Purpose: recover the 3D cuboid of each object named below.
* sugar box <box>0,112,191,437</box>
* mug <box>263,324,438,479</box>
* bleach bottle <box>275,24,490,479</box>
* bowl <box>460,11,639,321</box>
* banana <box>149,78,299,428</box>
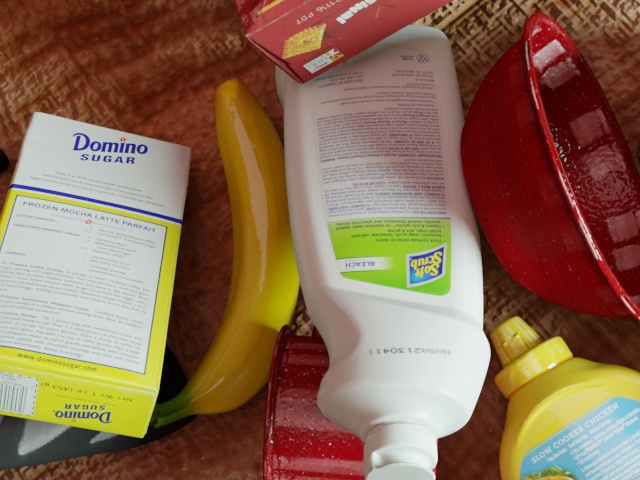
[{"bbox_3d":[-0.121,0.012,0.547,0.093,0.048,0.176,13,40,-11],"label":"sugar box"},{"bbox_3d":[0.020,0.081,0.543,0.081,0.093,0.117,3,54,6],"label":"mug"},{"bbox_3d":[0.025,0.001,0.517,0.102,0.068,0.251,-4,51,6],"label":"bleach bottle"},{"bbox_3d":[0.114,-0.027,0.524,0.055,0.161,0.162,-22,73,27],"label":"bowl"},{"bbox_3d":[-0.041,0.010,0.581,0.037,0.069,0.198,-12,63,47],"label":"banana"}]
